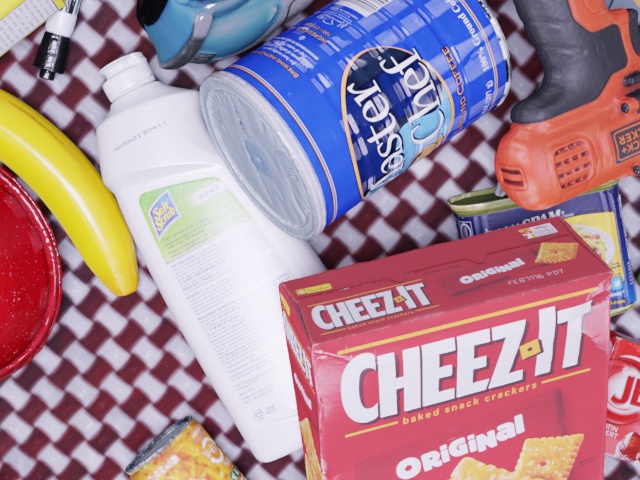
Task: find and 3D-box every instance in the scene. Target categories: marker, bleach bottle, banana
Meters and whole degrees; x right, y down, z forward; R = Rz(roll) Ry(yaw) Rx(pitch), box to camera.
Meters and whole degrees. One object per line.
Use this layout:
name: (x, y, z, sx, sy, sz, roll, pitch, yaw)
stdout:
marker: (-0.151, -0.156, 0.645, 0.020, 0.020, 0.121, 16, 97, -2)
bleach bottle: (-0.054, 0.001, 0.642, 0.102, 0.068, 0.251, -28, 93, 0)
banana: (-0.182, -0.045, 0.652, 0.198, 0.037, 0.070, 34, 115, -2)

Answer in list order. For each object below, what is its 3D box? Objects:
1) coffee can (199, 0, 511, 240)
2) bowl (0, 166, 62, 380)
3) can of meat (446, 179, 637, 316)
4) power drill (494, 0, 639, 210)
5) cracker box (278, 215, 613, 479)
coffee can: (0.019, -0.080, 0.589, 0.140, 0.103, 0.103, -35, 96, -19)
bowl: (-0.239, 0.024, 0.633, 0.162, 0.055, 0.162, 3, 107, 8)
can of meat: (0.135, 0.007, 0.644, 0.102, 0.057, 0.084, -12, 99, 2)
power drill: (0.158, -0.127, 0.562, 0.184, 0.057, 0.187, -24, 107, -23)
cracker box: (0.074, 0.109, 0.594, 0.164, 0.072, 0.214, -13, 122, -11)
